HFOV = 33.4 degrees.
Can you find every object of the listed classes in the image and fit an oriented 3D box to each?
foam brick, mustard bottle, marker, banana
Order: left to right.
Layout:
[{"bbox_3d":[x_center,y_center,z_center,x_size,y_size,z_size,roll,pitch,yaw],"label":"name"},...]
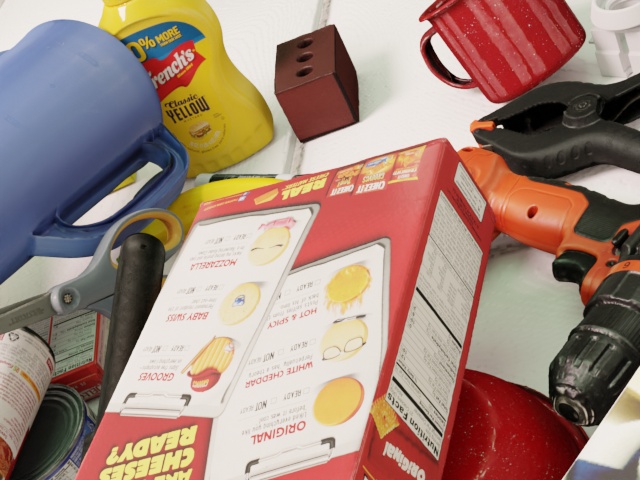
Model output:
[{"bbox_3d":[-0.116,-0.140,0.820,0.096,0.191,0.058,-19,37,14],"label":"mustard bottle"},{"bbox_3d":[-0.056,-0.015,0.766,0.198,0.037,0.069,-7,59,30],"label":"banana"},{"bbox_3d":[-0.044,-0.041,0.799,0.121,0.020,0.020,2,47,36],"label":"marker"},{"bbox_3d":[-0.002,-0.125,0.843,0.053,0.051,0.078,-19,37,14],"label":"foam brick"}]

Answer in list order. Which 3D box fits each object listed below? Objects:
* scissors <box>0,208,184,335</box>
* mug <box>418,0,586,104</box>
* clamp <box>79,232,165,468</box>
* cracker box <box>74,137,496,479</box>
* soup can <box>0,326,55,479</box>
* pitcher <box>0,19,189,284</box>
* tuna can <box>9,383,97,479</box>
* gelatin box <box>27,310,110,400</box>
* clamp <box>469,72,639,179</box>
[{"bbox_3d":[-0.147,0.050,0.671,0.016,0.096,0.201,-11,23,42],"label":"scissors"},{"bbox_3d":[0.120,-0.144,0.744,0.117,0.081,0.093,-29,15,41],"label":"mug"},{"bbox_3d":[-0.115,0.122,0.597,0.036,0.165,0.210,7,61,-8],"label":"clamp"},{"bbox_3d":[-0.014,0.063,0.515,0.164,0.072,0.213,-12,43,35],"label":"cracker box"},{"bbox_3d":[-0.206,0.104,0.636,0.069,0.068,0.102,-13,39,22],"label":"soup can"},{"bbox_3d":[-0.211,-0.042,0.731,0.149,0.145,0.242,-12,27,33],"label":"pitcher"},{"bbox_3d":[-0.177,0.134,0.670,0.086,0.033,0.086,-19,38,15],"label":"tuna can"},{"bbox_3d":[-0.179,0.079,0.740,0.073,0.030,0.089,-23,37,8],"label":"gelatin box"},{"bbox_3d":[0.173,-0.066,0.664,0.172,0.039,0.120,-14,34,31],"label":"clamp"}]
